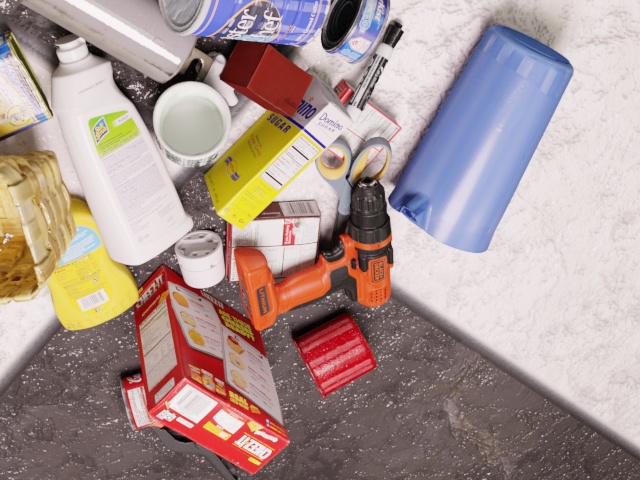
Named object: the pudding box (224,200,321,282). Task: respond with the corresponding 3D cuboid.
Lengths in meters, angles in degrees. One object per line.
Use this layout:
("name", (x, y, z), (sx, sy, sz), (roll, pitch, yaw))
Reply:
("pudding box", (-0.058, 0.001, 1.279), (0.113, 0.039, 0.090), (-3, 125, -13))

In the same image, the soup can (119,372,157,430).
("soup can", (-0.195, 0.193, 1.344), (0.102, 0.068, 0.068), (-15, 125, -8))

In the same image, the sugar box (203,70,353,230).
("sugar box", (-0.050, -0.101, 1.181), (0.048, 0.093, 0.176), (35, 106, -32))

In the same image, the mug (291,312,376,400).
("mug", (0.021, 0.149, 1.377), (0.081, 0.093, 0.117), (-28, 157, -4))

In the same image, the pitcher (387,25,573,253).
("pitcher", (0.193, -0.117, 1.234), (0.145, 0.149, 0.243), (22, 111, -12))

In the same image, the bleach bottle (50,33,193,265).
("bleach bottle", (-0.219, -0.102, 1.140), (0.102, 0.068, 0.251), (-40, 128, -36))

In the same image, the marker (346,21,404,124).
("marker", (0.059, -0.186, 1.181), (0.020, 0.020, 0.121), (27, 90, -30))

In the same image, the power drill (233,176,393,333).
("power drill", (-0.003, 0.022, 1.246), (0.187, 0.057, 0.184), (-16, 129, -12))

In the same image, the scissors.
("scissors", (0.015, -0.052, 1.258), (0.096, 0.016, 0.202), (17, 132, -19))

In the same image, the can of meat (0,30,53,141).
("can of meat", (-0.331, -0.152, 1.084), (0.084, 0.057, 0.102), (-24, 127, -3))

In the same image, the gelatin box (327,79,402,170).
("gelatin box", (0.037, -0.130, 1.227), (0.089, 0.030, 0.073), (32, 107, -32))

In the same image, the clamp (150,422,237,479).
("clamp", (-0.143, 0.253, 1.417), (0.171, 0.039, 0.120), (32, 107, -31))

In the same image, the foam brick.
("foam brick", (-0.058, -0.173, 1.136), (0.078, 0.051, 0.053), (30, 86, -46))

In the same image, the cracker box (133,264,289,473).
("cracker box", (-0.133, 0.148, 1.244), (0.072, 0.214, 0.164), (-44, 124, 15))

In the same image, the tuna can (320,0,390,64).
("tuna can", (0.036, -0.232, 1.125), (0.033, 0.086, 0.086), (21, 114, -26))

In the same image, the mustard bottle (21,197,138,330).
("mustard bottle", (-0.284, 0.009, 1.202), (0.096, 0.058, 0.191), (-23, 126, -2))

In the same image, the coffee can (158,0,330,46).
("coffee can", (-0.075, -0.248, 1.049), (0.140, 0.103, 0.103), (-2, 124, -35))
